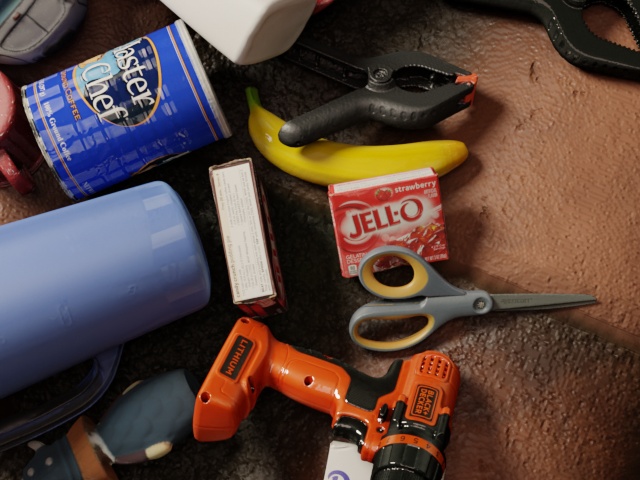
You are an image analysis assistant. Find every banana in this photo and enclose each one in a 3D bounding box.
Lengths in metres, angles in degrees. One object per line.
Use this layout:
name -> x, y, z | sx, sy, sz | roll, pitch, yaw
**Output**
banana -> 0.021, -0.075, 0.887 | 0.198, 0.037, 0.069 | 17, 81, 6

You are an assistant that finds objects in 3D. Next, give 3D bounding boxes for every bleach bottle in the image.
bleach bottle -> -0.127, -0.244, 0.865 | 0.251, 0.102, 0.068 | 40, 122, 11

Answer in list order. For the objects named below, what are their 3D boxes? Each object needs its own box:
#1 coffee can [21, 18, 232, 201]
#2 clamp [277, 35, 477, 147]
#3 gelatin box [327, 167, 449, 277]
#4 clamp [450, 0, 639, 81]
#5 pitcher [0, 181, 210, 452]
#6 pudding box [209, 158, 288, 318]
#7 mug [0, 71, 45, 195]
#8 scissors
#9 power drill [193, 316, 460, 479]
coffee can -> -0.156, -0.106, 0.868 | 0.140, 0.103, 0.103 | -23, 79, -2
clamp -> 0.042, -0.118, 0.879 | 0.171, 0.039, 0.120 | 5, 59, 5
gelatin box -> 0.055, -0.015, 0.862 | 0.089, 0.030, 0.073 | -10, 109, 1
clamp -> 0.205, -0.204, 0.902 | 0.164, 0.036, 0.210 | -38, 80, -5
pitcher -> -0.210, 0.051, 0.817 | 0.242, 0.149, 0.145 | -21, 65, -17
pudding box -> -0.056, 0.001, 0.850 | 0.039, 0.090, 0.113 | -13, 78, 1
mug -> -0.273, -0.088, 0.882 | 0.093, 0.081, 0.117 | -31, 79, -3
scissors -> 0.116, 0.034, 0.856 | 0.201, 0.016, 0.096 | -16, 107, 0
power drill -> 0.004, 0.138, 0.799 | 0.188, 0.057, 0.184 | 16, 39, 8
